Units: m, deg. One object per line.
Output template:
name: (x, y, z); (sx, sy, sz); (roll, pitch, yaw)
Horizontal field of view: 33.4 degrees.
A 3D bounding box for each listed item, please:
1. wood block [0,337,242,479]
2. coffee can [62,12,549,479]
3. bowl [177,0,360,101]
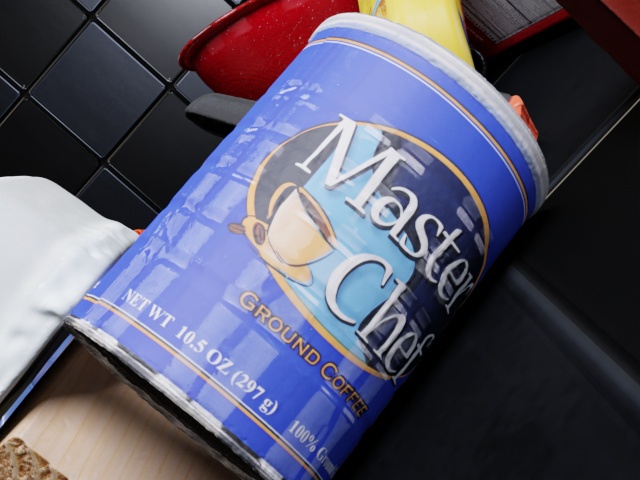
wood block: (-0.084, 0.085, 0.473); (0.090, 0.091, 0.206); (-45, 9, 22)
coffee can: (-0.003, 0.007, 0.368); (0.140, 0.103, 0.103); (-51, 9, -15)
bowl: (-0.008, -0.123, 0.695); (0.162, 0.055, 0.162); (-23, -1, -1)
